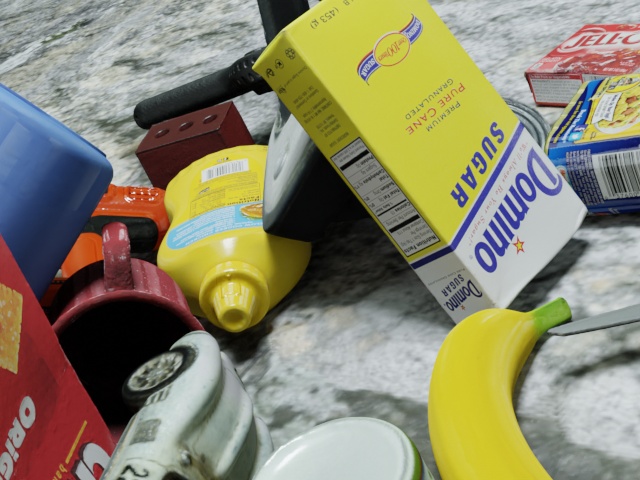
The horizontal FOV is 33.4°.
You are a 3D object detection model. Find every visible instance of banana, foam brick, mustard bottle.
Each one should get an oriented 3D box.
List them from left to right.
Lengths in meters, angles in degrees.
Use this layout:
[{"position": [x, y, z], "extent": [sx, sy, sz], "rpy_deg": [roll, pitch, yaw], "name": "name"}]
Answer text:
[{"position": [-0.099, -0.071, 0.860], "extent": [0.078, 0.051, 0.053], "rpy_deg": [-14, 28, 19], "name": "foam brick"}, {"position": [-0.054, 0.001, 0.678], "extent": [0.096, 0.058, 0.191], "rpy_deg": [-14, 26, 2], "name": "mustard bottle"}, {"position": [0.079, 0.078, 0.445], "extent": [0.070, 0.037, 0.197], "rpy_deg": [-17, 27, 15], "name": "banana"}]

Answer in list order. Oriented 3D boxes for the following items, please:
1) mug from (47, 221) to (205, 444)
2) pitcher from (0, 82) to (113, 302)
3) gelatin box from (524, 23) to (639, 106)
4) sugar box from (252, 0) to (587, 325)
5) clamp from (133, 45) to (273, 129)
[{"position": [-0.109, 0.047, 0.580], "extent": [0.093, 0.117, 0.081], "rpy_deg": [-7, 18, -11], "name": "mug"}, {"position": [-0.223, 0.026, 0.549], "extent": [0.145, 0.149, 0.243], "rpy_deg": [32, 86, 15], "name": "pitcher"}, {"position": [0.197, -0.121, 0.731], "extent": [0.073, 0.030, 0.089], "rpy_deg": [-37, 29, -26], "name": "gelatin box"}, {"position": [0.055, -0.052, 0.553], "extent": [0.093, 0.176, 0.048], "rpy_deg": [-43, 4, -32], "name": "sugar box"}, {"position": [-0.040, -0.143, 0.891], "extent": [0.164, 0.036, 0.210], "rpy_deg": [-24, 7, -41], "name": "clamp"}]
